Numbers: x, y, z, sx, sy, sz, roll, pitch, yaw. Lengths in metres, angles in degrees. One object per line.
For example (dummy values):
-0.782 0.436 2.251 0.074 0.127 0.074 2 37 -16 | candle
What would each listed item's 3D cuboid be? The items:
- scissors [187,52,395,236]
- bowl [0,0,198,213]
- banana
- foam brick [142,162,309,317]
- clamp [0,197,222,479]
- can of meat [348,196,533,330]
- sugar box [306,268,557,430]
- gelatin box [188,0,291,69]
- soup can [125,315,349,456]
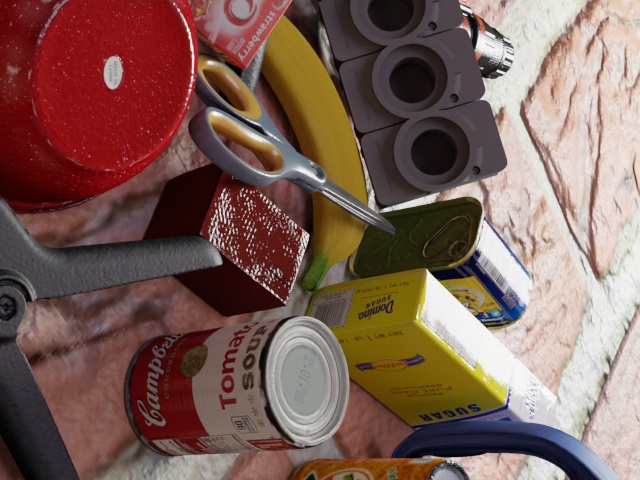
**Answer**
-0.019 -0.056 0.647 0.201 0.016 0.096 15 45 -59 | scissors
-0.112 -0.084 0.509 0.161 0.055 0.162 -21 121 -40 | bowl
-0.007 -0.070 0.701 0.069 0.037 0.198 -23 98 -53 | banana
-0.054 0.001 0.613 0.078 0.051 0.053 44 50 -35 | foam brick
-0.150 0.041 0.487 0.209 0.036 0.164 27 70 -35 | clamp
0.085 0.022 0.739 0.083 0.102 0.057 46 48 -36 | can of meat
0.077 0.087 0.717 0.176 0.094 0.048 44 50 -35 | sugar box
-0.048 -0.153 0.594 0.073 0.030 0.089 36 89 -33 | gelatin box
-0.044 0.078 0.563 0.068 0.102 0.068 16 68 -48 | soup can
